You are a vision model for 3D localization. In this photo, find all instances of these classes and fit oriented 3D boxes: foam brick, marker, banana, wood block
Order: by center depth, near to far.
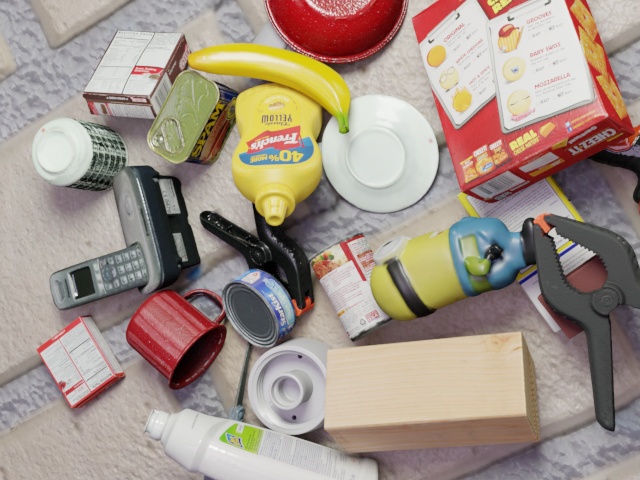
[{"bbox_3d":[0.262,0.053,1.052,0.078,0.051,0.053,-37,83,15],"label":"foam brick"},{"bbox_3d":[0.116,0.161,1.111,0.206,0.090,0.091,-7,60,17],"label":"wood block"},{"bbox_3d":[-0.044,-0.179,1.151,0.198,0.069,0.037,23,136,14],"label":"banana"},{"bbox_3d":[0.046,-0.105,1.184,0.121,0.020,0.020,-5,89,18],"label":"marker"}]

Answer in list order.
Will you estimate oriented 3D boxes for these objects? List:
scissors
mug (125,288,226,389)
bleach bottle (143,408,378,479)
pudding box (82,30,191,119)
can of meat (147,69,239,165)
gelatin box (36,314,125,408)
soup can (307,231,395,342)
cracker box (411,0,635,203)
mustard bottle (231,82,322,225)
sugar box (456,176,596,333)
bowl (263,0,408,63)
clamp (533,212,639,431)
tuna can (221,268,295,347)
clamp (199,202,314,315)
[{"bbox_3d":[-0.091,0.214,1.223,0.016,0.096,0.201,4,61,24],"label":"scissors"},{"bbox_3d":[-0.160,0.101,1.223,0.081,0.093,0.117,38,70,19],"label":"mug"},{"bbox_3d":[-0.065,0.234,1.140,0.251,0.102,0.068,21,103,-2],"label":"bleach bottle"},{"bbox_3d":[-0.210,-0.192,1.229,0.090,0.039,0.113,6,51,19],"label":"pudding box"},{"bbox_3d":[-0.139,-0.136,1.210,0.057,0.083,0.102,31,99,15],"label":"can of meat"},{"bbox_3d":[-0.289,0.147,1.288,0.073,0.030,0.089,-36,80,13],"label":"gelatin box"},{"bbox_3d":[0.040,0.051,1.161,0.069,0.068,0.102,-30,82,16],"label":"soup can"},{"bbox_3d":[0.196,-0.166,1.059,0.164,0.072,0.214,-29,61,32],"label":"cracker box"},{"bbox_3d":[-0.046,-0.089,1.135,0.096,0.058,0.191,-1,46,2],"label":"mustard bottle"},{"bbox_3d":[0.231,-0.002,1.111,0.093,0.048,0.176,-36,83,15],"label":"sugar box"},{"bbox_3d":[0.019,-0.275,1.145,0.162,0.055,0.162,0,86,-4],"label":"bowl"},{"bbox_3d":[0.281,0.052,0.999,0.165,0.036,0.210,-34,84,16],"label":"clamp"},{"bbox_3d":[-0.068,0.075,1.191,0.086,0.033,0.086,28,136,31],"label":"tuna can"},{"bbox_3d":[-0.058,0.001,1.193,0.171,0.039,0.120,48,137,9],"label":"clamp"}]
